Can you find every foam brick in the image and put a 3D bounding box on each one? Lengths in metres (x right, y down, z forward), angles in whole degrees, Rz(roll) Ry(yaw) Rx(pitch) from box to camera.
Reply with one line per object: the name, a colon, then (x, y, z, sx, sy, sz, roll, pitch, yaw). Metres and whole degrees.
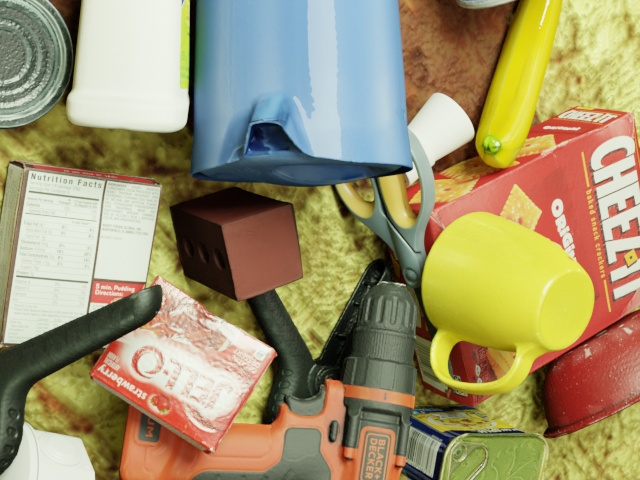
foam brick: (-0.055, 0.001, 0.693, 0.051, 0.078, 0.053, -19, 110, -29)

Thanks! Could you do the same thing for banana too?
banana: (0.149, -0.122, 0.791, 0.037, 0.070, 0.197, 21, 60, -1)

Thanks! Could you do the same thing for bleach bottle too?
bleach bottle: (-0.102, -0.191, 0.611, 0.068, 0.102, 0.251, 4, 99, -5)

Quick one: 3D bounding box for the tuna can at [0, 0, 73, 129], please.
tuna can: (-0.187, -0.107, 0.616, 0.086, 0.034, 0.086, -7, 104, -30)

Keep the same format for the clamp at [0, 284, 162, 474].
clamp: (-0.189, 0.075, 0.609, 0.210, 0.165, 0.036, -68, 164, 6)

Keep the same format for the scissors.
scissors: (0.053, 0.011, 0.761, 0.016, 0.096, 0.202, -30, 124, -37)

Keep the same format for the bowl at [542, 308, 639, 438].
bowl: (0.241, 0.099, 0.870, 0.161, 0.162, 0.055, -26, 82, -25)

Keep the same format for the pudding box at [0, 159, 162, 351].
pudding box: (-0.152, 0.011, 0.660, 0.089, 0.039, 0.113, 7, 95, -31)

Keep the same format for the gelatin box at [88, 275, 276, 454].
gelatin box: (-0.083, 0.076, 0.648, 0.089, 0.030, 0.073, 33, 73, -2)

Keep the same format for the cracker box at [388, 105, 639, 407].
cracker box: (0.162, 0.008, 0.830, 0.213, 0.072, 0.164, -25, 113, -25)

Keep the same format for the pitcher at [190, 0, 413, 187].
pitcher: (-0.012, -0.153, 0.651, 0.144, 0.149, 0.243, 0, 88, -31)

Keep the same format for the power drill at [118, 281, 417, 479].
power drill: (-0.030, 0.106, 0.697, 0.187, 0.057, 0.184, 10, 78, -7)

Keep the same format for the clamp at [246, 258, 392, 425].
clamp: (0.006, 0.091, 0.773, 0.120, 0.039, 0.171, -11, 103, -24)

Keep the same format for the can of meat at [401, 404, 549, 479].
can of meat: (0.108, 0.163, 0.822, 0.101, 0.084, 0.057, 6, 97, -32)
